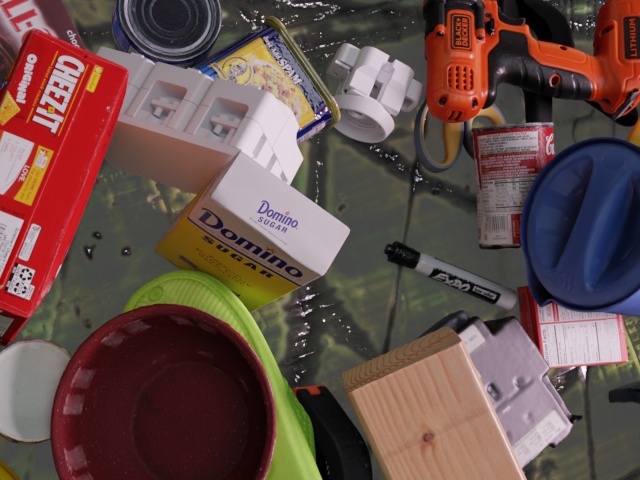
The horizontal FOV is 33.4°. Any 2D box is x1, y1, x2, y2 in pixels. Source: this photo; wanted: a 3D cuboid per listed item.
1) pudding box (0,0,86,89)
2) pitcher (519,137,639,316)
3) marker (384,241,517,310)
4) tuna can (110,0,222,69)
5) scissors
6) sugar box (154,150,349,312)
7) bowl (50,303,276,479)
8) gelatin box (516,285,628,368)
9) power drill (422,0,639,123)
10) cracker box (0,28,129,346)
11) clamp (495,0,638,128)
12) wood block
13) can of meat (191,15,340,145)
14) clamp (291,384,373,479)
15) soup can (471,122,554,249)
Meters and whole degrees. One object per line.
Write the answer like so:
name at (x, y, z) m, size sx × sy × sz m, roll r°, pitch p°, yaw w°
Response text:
pudding box at (-0.236, -0.157, 0.812) m, size 0.090 × 0.039 × 0.113 m, roll -25°, pitch 88°, yaw -21°
pitcher at (0.292, -0.002, 0.862) m, size 0.242 × 0.149 × 0.145 m, roll 11°, pitch 82°, yaw -40°
marker at (0.109, 0.029, 0.896) m, size 0.121 × 0.020 × 0.020 m, roll 23°, pitch 73°, yaw -12°
tuna can at (-0.123, -0.177, 0.855) m, size 0.086 × 0.034 × 0.086 m, roll 4°, pitch 78°, yaw -17°
scissors at (0.130, -0.151, 0.941) m, size 0.096 × 0.016 × 0.201 m, roll 15°, pitch 76°, yaw -16°
sugar box at (-0.055, 0.001, 0.765) m, size 0.093 × 0.176 × 0.048 m, roll 35°, pitch 71°, yaw -9°
bowl at (-0.100, 0.126, 0.728) m, size 0.162 × 0.055 × 0.162 m, roll -3°, pitch 80°, yaw 15°
gelatin box at (0.216, 0.072, 0.916) m, size 0.089 × 0.030 × 0.073 m, roll -3°, pitch 81°, yaw -19°
power drill at (0.179, -0.180, 0.906) m, size 0.187 × 0.057 × 0.184 m, roll 4°, pitch 71°, yaw -4°
cracker box at (-0.199, -0.022, 0.704) m, size 0.072 × 0.214 × 0.164 m, roll 22°, pitch 74°, yaw -14°
clamp at (0.196, -0.147, 0.949) m, size 0.120 × 0.039 × 0.171 m, roll -34°, pitch 85°, yaw -29°
wood block at (0.100, 0.178, 0.775) m, size 0.091 × 0.090 × 0.206 m, roll -24°, pitch 92°, yaw 1°
can of meat at (-0.048, -0.114, 0.855) m, size 0.083 × 0.057 × 0.102 m, roll -35°, pitch 91°, yaw -19°
clamp at (0.012, 0.211, 0.788) m, size 0.036 × 0.165 × 0.210 m, roll -2°, pitch 56°, yaw -31°
soup can at (0.163, -0.045, 0.893) m, size 0.068 × 0.069 × 0.102 m, roll -4°, pitch 93°, yaw -19°
